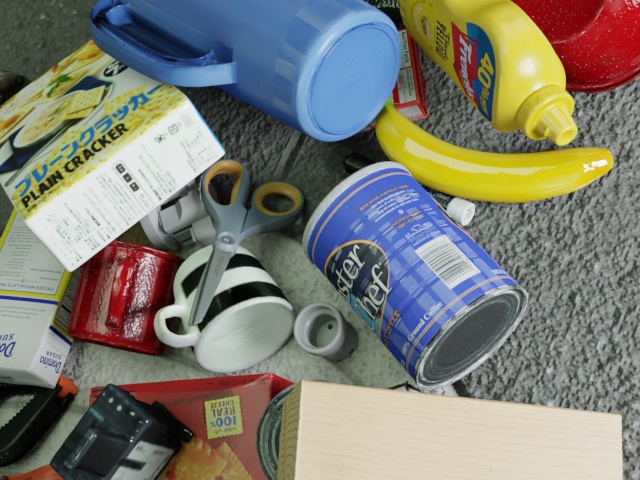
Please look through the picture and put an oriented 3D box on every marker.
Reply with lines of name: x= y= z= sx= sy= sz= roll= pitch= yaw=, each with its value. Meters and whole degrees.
marker: x=0.068 y=-0.043 z=0.859 sx=0.121 sy=0.020 sz=0.020 roll=26 pitch=83 yaw=29

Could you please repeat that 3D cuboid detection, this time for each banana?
banana: x=0.120 y=-0.065 z=0.822 sx=0.198 sy=0.037 sz=0.069 roll=20 pitch=96 yaw=17

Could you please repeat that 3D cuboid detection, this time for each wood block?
wood block: x=0.079 y=0.151 z=0.688 sx=0.206 sy=0.090 sz=0.091 roll=7 pitch=72 yaw=-7

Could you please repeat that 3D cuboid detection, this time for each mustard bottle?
mustard bottle: x=0.128 y=-0.137 z=0.791 sx=0.058 sy=0.096 sz=0.192 roll=-23 pitch=53 yaw=-15

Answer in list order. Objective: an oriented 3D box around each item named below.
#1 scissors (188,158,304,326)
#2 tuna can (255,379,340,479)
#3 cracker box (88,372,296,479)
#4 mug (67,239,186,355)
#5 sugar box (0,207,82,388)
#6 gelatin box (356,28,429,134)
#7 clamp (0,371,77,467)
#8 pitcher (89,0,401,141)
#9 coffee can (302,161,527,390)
scissors: x=-0.055 y=0.001 z=0.838 sx=0.096 sy=0.016 sz=0.202 roll=6 pitch=39 yaw=-12
tuna can: x=-0.002 y=0.143 z=0.750 sx=0.086 sy=0.034 sz=0.086 roll=0 pitch=72 yaw=0
cracker box: x=-0.101 y=0.213 z=0.806 sx=0.164 sy=0.072 sz=0.213 roll=-6 pitch=69 yaw=22
mug: x=-0.159 y=0.047 z=0.873 sx=0.093 sy=0.117 sz=0.081 roll=13 pitch=80 yaw=-7
sugar box: x=-0.247 y=0.038 z=0.935 sx=0.093 sy=0.048 sz=0.176 roll=4 pitch=64 yaw=26
gelatin box: x=0.042 y=-0.131 z=0.896 sx=0.089 sy=0.030 sz=0.073 roll=-13 pitch=66 yaw=16
clamp: x=-0.308 y=0.174 z=0.927 sx=0.210 sy=0.036 sz=0.164 roll=-20 pitch=58 yaw=13
pitcher: x=-0.061 y=-0.171 z=0.860 sx=0.243 sy=0.144 sz=0.149 roll=36 pitch=98 yaw=36
coffee can: x=0.068 y=0.025 z=0.786 sx=0.103 sy=0.102 sz=0.140 roll=-43 pitch=61 yaw=3
